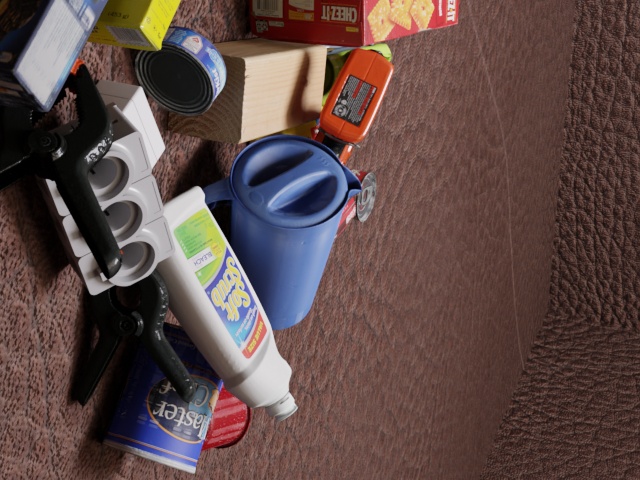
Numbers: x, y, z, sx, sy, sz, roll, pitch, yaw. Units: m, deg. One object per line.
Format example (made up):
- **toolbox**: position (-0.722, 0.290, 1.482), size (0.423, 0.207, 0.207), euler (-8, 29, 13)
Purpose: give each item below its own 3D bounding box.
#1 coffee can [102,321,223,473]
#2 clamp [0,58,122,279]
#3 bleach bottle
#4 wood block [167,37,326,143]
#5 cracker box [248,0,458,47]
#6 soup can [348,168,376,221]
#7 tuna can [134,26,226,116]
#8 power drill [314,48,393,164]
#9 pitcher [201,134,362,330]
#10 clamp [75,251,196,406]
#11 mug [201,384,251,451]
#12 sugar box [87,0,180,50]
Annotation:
- **coffee can**: position (-0.162, 0.167, 1.147), size (0.102, 0.103, 0.140), euler (48, 58, -65)
- **clamp**: position (-0.212, -0.061, 0.853), size (0.036, 0.164, 0.210), euler (108, 0, -53)
- **bleach bottle**: position (-0.099, 0.073, 1.104), size (0.251, 0.068, 0.102), euler (57, 36, -4)
- **wood block**: position (-0.077, -0.171, 1.188), size (0.205, 0.090, 0.091), euler (-28, 127, -63)
- **cracker box**: position (0.043, -0.279, 1.266), size (0.213, 0.164, 0.072), euler (-24, 119, -50)
- **soup can**: position (0.017, -0.069, 1.467), size (0.068, 0.102, 0.068), euler (13, 90, -69)
- **tuna can**: position (-0.136, -0.166, 1.045), size (0.086, 0.086, 0.033), euler (81, 28, -44)
- **power drill**: position (0.040, -0.163, 1.263), size (0.188, 0.057, 0.184), euler (116, -3, -82)
- **pitcher**: position (-0.058, 0.002, 1.250), size (0.144, 0.149, 0.243), euler (-51, 165, -34)
- **clamp**: position (-0.178, 0.087, 1.053), size (0.039, 0.120, 0.171), euler (-101, -163, -79)
- **mug**: position (-0.148, 0.211, 1.249), size (0.117, 0.093, 0.081), euler (-45, 162, 20)
- **sugar box**: position (-0.155, -0.254, 0.936), size (0.048, 0.093, 0.176), euler (55, 51, -63)
